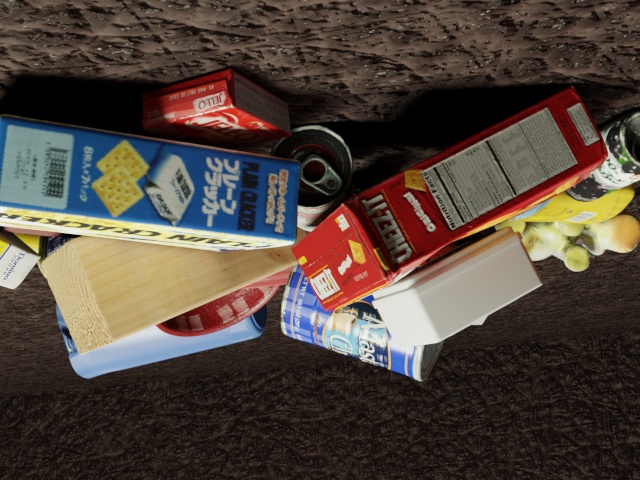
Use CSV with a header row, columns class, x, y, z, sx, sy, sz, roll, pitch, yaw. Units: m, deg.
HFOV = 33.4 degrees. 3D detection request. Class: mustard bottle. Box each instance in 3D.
class,x,y,z,sx,sy,sz,roll,pitch,yaw
mustard bottle,0.193,-0.047,1.011,0.191,0.058,0.096,-1,168,-23

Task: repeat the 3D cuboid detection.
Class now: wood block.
class,x,y,z,sx,sy,sz,roll,pitch,yaw
wood block,-0.122,0.016,0.932,0.205,0.090,0.091,-23,179,-32

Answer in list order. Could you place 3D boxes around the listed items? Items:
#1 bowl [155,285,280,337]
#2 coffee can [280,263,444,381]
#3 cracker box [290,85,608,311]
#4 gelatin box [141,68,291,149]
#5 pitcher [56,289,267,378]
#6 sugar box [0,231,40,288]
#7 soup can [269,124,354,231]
class,x,y,z,sx,sy,sz,roll,pitch,yaw
bowl,-0.122,0.038,1.200,0.162,0.055,0.162,-20,147,-14
coffee can,0.047,0.063,1.015,0.140,0.103,0.102,17,175,17
cracker box,0.099,-0.027,0.848,0.213,0.072,0.164,-28,176,-18
gelatin box,-0.072,-0.088,0.756,0.073,0.030,0.089,-10,168,23
pitcher,-0.194,0.084,1.343,0.243,0.149,0.145,-11,146,11
sugar box,-0.308,-0.012,0.873,0.093,0.048,0.176,37,175,14
soup can,-0.006,-0.049,0.887,0.068,0.068,0.102,-6,169,2
